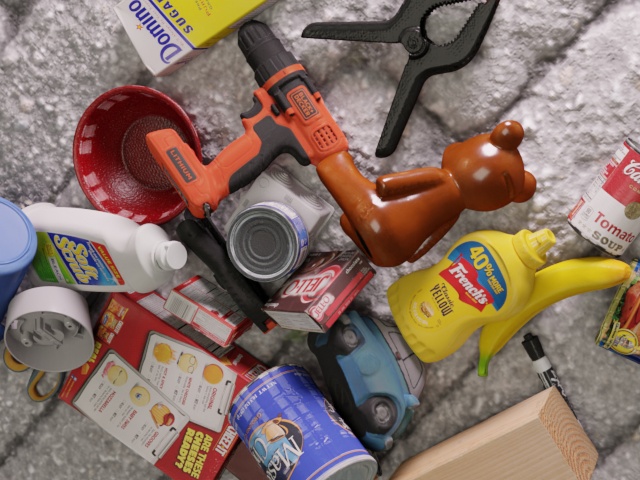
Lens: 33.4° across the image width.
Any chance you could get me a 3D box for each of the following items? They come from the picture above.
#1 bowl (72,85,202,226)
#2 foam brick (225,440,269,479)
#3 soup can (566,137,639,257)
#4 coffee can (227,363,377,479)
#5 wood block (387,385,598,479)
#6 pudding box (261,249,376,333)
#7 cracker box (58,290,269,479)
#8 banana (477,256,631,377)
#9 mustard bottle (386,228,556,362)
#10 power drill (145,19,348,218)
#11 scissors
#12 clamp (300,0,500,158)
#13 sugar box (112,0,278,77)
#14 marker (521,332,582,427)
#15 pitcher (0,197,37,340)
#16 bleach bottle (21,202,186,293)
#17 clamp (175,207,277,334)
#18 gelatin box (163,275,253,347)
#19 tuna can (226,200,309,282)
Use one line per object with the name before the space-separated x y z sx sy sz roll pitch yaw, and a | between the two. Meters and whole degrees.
bowl | -0.199 -0.097 1.219 0.162 0.055 0.162 3 101 17
foam brick | -0.064 0.245 1.230 0.053 0.078 0.051 35 110 8
soup can | 0.302 -0.042 1.063 0.068 0.068 0.102 37 109 8
coffee can | -0.020 0.216 1.142 0.103 0.102 0.140 -52 57 19
wood block | 0.178 0.249 1.136 0.206 0.090 0.091 -34 89 27
pudding box | -0.003 0.054 1.141 0.039 0.114 0.090 48 68 -15
cracker box | -0.179 0.171 1.256 0.214 0.072 0.164 33 109 8
banana | 0.232 0.065 1.107 0.198 0.037 0.070 -42 53 28
mustard bottle | 0.163 0.044 1.110 0.192 0.058 0.096 -36 70 30
power drill | -0.089 -0.125 1.139 0.187 0.057 0.184 -32 80 -8
scissors | -0.331 0.107 1.322 0.096 0.016 0.202 29 107 11
clamp | 0.101 -0.194 1.114 0.210 0.036 0.164 -25 92 20
sugar box | -0.134 -0.263 1.171 0.176 0.048 0.093 -30 90 19
marker | 0.248 0.155 1.144 0.020 0.020 0.121 -26 92 20
pitcher | -0.426 0.054 1.230 0.145 0.149 0.243 42 132 0
bleach bottle | -0.244 0.007 1.195 0.251 0.067 0.102 0 112 42
clamp | -0.104 0.032 1.185 0.039 0.120 0.171 -39 92 11
gelatin box | -0.125 0.080 1.220 0.089 0.073 0.030 31 109 9
tuna can | -0.058 0.001 1.150 0.086 0.033 0.086 3 101 17
